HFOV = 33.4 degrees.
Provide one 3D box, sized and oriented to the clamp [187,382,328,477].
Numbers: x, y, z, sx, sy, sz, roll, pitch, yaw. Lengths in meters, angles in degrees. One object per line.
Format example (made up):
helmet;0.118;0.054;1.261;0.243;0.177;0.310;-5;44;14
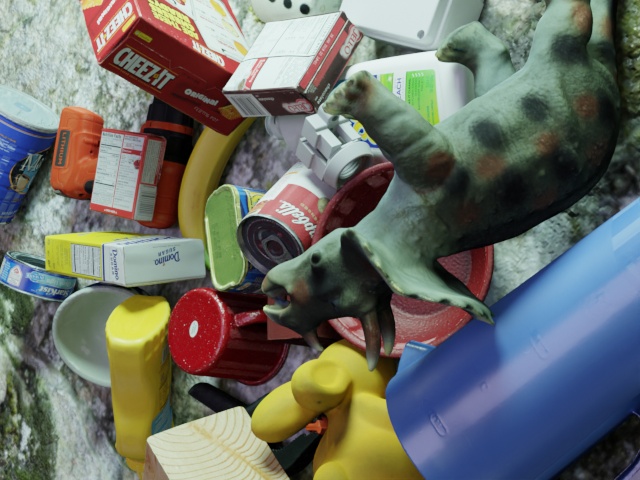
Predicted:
clamp;-0.062;0.174;0.994;0.172;0.039;0.120;-24;72;29

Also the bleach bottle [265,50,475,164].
bleach bottle;0.046;-0.106;0.941;0.251;0.067;0.102;-2;94;45

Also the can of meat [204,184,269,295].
can of meat;-0.056;0.001;0.988;0.058;0.083;0.102;-29;63;44

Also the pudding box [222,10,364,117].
pudding box;-0.026;-0.156;0.955;0.114;0.039;0.090;7;60;48

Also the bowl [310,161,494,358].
bowl;0.074;0.017;0.883;0.162;0.055;0.162;-4;81;27

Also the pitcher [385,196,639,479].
pitcher;0.178;0.090;0.748;0.243;0.149;0.145;-43;14;23

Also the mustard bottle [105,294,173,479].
mustard bottle;-0.175;0.156;1.051;0.058;0.096;0.192;3;116;3

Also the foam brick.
foam brick;-0.003;0.066;0.938;0.053;0.078;0.051;-6;76;40

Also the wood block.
wood block;-0.098;0.251;0.916;0.091;0.090;0.206;51;144;36

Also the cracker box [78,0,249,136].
cracker box;-0.155;-0.218;1.045;0.072;0.164;0.214;-43;46;22

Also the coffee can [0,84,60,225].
coffee can;-0.390;-0.104;1.293;0.103;0.102;0.140;45;111;37

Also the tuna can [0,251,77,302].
tuna can;-0.321;0.041;1.215;0.086;0.086;0.034;22;94;41

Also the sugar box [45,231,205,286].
sugar box;-0.202;0.016;1.090;0.177;0.093;0.048;1;95;51

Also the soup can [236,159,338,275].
soup can;-0.019;-0.022;0.944;0.069;0.102;0.068;20;135;21

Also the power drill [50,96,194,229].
power drill;-0.214;-0.109;1.170;0.188;0.057;0.184;6;85;42

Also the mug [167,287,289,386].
mug;-0.080;0.086;0.998;0.117;0.081;0.093;-18;70;37

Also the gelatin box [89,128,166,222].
gelatin box;-0.198;-0.068;1.099;0.073;0.030;0.089;12;93;40

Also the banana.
banana;-0.105;-0.071;1.086;0.070;0.037;0.198;18;96;20
